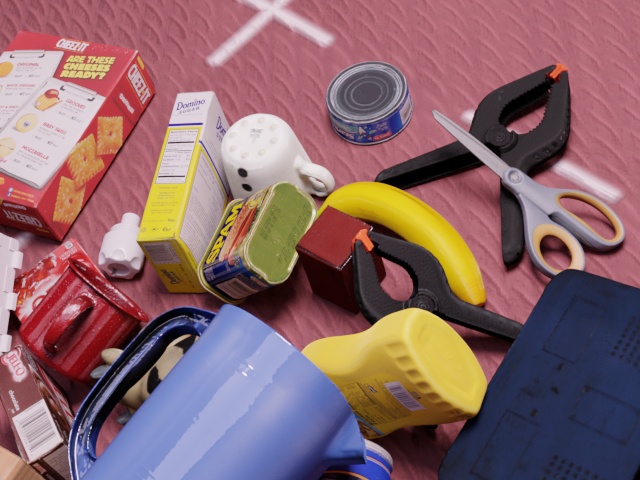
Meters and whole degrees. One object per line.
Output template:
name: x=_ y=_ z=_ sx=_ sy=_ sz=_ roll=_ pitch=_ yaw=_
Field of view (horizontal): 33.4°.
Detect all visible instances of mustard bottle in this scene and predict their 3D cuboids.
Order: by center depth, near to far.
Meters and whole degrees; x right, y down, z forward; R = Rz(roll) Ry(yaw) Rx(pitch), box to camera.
mustard bottle: x=0.032 y=0.116 z=0.849 sx=0.192 sy=0.096 sz=0.058 roll=-24 pitch=29 yaw=44

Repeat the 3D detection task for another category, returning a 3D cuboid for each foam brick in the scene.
foam brick: x=0.019 y=0.018 z=0.949 sx=0.053 sy=0.078 sz=0.051 roll=27 pitch=66 yaw=27

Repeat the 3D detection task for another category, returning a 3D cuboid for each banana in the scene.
banana: x=0.076 y=-0.008 z=0.973 sx=0.198 sy=0.037 sz=0.070 roll=27 pitch=110 yaw=32

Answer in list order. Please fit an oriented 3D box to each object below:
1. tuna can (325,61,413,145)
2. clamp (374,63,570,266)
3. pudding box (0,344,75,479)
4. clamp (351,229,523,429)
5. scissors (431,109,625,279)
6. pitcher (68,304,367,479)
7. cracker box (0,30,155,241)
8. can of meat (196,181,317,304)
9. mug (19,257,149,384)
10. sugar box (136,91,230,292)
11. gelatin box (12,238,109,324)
tuna can: x=0.049 y=-0.140 z=1.077 sx=0.086 sy=0.033 sz=0.086 roll=-8 pitch=54 yaw=11
clamp: x=0.175 y=-0.079 z=0.997 sx=0.210 sy=0.036 sz=0.165 roll=-43 pitch=57 yaw=-10
pudding box: x=-0.236 y=0.157 z=0.918 sx=0.039 sy=0.090 sz=0.114 roll=-30 pitch=54 yaw=-4
clamp: x=0.079 y=0.068 z=0.886 sx=0.171 sy=0.039 sz=0.120 roll=41 pitch=71 yaw=4
scissors: x=0.168 y=-0.035 z=0.940 sx=0.202 sy=0.016 sz=0.096 roll=28 pitch=68 yaw=7
pitcher: x=-0.101 y=0.165 z=0.721 sx=0.242 sy=0.145 sz=0.149 roll=-47 pitch=20 yaw=-16
cracker box: x=-0.298 y=-0.116 z=1.138 sx=0.164 sy=0.072 sz=0.213 roll=14 pitch=60 yaw=23
can of meat: x=-0.056 y=0.001 z=0.970 sx=0.084 sy=0.057 sz=0.102 roll=-22 pitch=38 yaw=54
mug: x=-0.216 y=0.075 z=0.952 sx=0.093 sy=0.117 sz=0.081 roll=39 pitch=88 yaw=1
sugar box: x=-0.125 y=-0.048 z=1.027 sx=0.048 sy=0.093 sz=0.176 roll=-3 pitch=55 yaw=14
gelatin box: x=-0.254 y=0.050 z=1.034 sx=0.089 sy=0.030 sz=0.073 roll=-37 pitch=54 yaw=-10
